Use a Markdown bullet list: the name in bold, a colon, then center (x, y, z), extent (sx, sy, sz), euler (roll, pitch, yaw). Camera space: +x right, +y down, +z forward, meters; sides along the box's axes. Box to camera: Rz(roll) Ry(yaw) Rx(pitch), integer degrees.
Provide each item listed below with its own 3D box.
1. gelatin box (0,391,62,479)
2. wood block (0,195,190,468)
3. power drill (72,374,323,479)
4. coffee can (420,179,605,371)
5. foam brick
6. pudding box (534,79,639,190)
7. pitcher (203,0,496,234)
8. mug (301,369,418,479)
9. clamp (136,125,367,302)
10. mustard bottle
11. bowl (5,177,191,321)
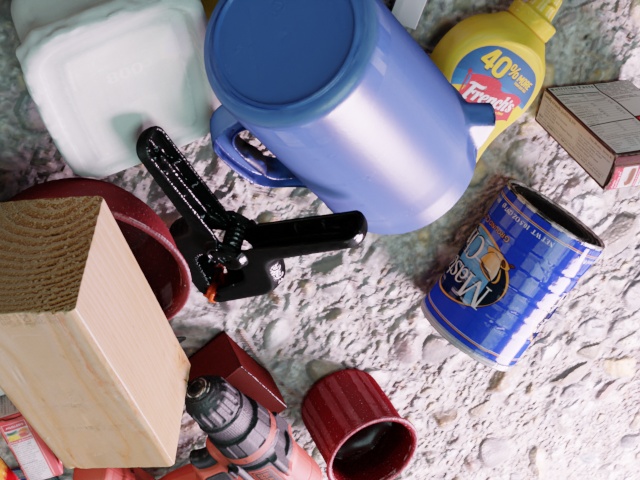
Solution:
- **gelatin box**: center (-0.224, 0.127, 0.809), extent (0.030, 0.089, 0.073), euler (-18, 129, -7)
- **wood block**: center (-0.165, 0.070, 0.735), extent (0.090, 0.091, 0.206), euler (-4, 142, 10)
- **power drill**: center (-0.114, 0.189, 0.907), extent (0.188, 0.057, 0.184), euler (-19, 134, 21)
- **coffee can**: center (0.170, 0.031, 0.956), extent (0.102, 0.103, 0.140), euler (21, 111, -36)
- **foam brick**: center (-0.076, 0.128, 0.933), extent (0.053, 0.051, 0.078), euler (-39, 131, 4)
- **pudding box**: center (0.249, -0.092, 0.902), extent (0.089, 0.114, 0.039), euler (-9, 129, -20)
- **pitcher**: center (0.008, -0.089, 0.712), extent (0.149, 0.145, 0.242), euler (-55, 157, 1)
- **mug**: center (0.033, 0.185, 1.009), extent (0.093, 0.082, 0.117), euler (-15, 128, -17)
- **clamp**: center (-0.055, 0.001, 0.788), extent (0.164, 0.036, 0.210), euler (21, 153, 3)
- **mustard bottle**: center (0.122, -0.121, 0.852), extent (0.096, 0.058, 0.192), euler (32, 104, -34)
- **bowl**: center (-0.170, 0.004, 0.770), extent (0.162, 0.055, 0.162), euler (2, 142, 2)
